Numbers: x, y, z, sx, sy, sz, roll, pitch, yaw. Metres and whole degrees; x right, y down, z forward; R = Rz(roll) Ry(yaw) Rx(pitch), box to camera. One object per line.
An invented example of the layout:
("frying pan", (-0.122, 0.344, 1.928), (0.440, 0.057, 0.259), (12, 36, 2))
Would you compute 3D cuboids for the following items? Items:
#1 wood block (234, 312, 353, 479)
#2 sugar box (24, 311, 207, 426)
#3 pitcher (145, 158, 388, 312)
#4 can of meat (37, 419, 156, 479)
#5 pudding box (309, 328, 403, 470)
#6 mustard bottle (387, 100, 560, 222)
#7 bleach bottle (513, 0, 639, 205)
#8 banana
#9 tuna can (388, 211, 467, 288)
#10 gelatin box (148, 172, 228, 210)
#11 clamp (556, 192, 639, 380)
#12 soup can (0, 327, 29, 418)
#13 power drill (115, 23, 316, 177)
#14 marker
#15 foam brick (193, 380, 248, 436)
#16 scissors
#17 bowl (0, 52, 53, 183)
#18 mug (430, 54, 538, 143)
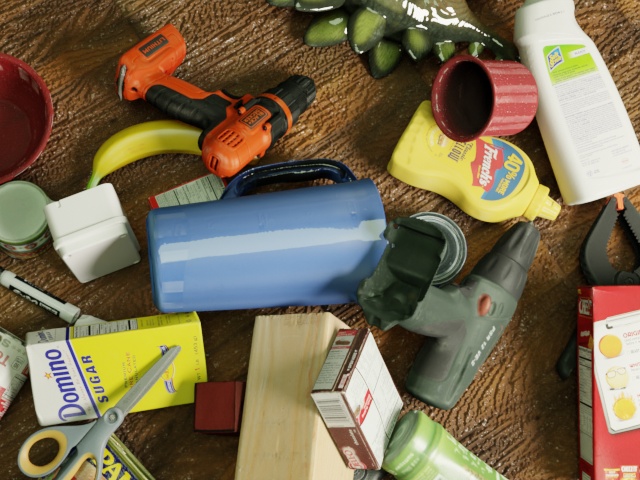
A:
("wood block", (-0.021, 0.185, 1.070), (0.090, 0.090, 0.206), (-5, 65, 26))
("sugar box", (-0.208, 0.131, 1.099), (0.176, 0.048, 0.093), (-9, 108, -12))
("pitcher", (-0.057, 0.001, 1.113), (0.242, 0.149, 0.145), (-5, 105, -9))
("can of meat", (-0.225, 0.249, 1.090), (0.084, 0.057, 0.102), (-43, 80, -9))
("pudding box", (0.038, 0.156, 1.048), (0.039, 0.113, 0.090), (-4, 38, 27))
("mustard bottle", (0.177, -0.074, 1.186), (0.191, 0.058, 0.096), (28, 63, 5))
("bleach bottle", (0.280, -0.171, 1.176), (0.102, 0.068, 0.251), (-18, 92, -14))
("banana", (-0.169, -0.102, 1.196), (0.197, 0.037, 0.069), (-11, 92, -4))
("tuna can", (0.117, 0.012, 1.175), (0.086, 0.034, 0.086), (0, 75, -2))
("gelatin box", (-0.136, -0.028, 1.179), (0.089, 0.030, 0.073), (-23, 77, -10))
("clamp", (0.324, 0.054, 1.169), (0.164, 0.036, 0.210), (-9, 80, -5))
("soup can", (-0.345, 0.144, 1.108), (0.068, 0.068, 0.102), (30, 76, 6))
("power drill", (-0.117, -0.166, 1.183), (0.188, 0.057, 0.184), (32, 47, 14))
("marker", (-0.317, 0.054, 1.157), (0.121, 0.020, 0.020), (28, 76, 5))
("foam brick", (-0.089, 0.174, 1.096), (0.051, 0.078, 0.053), (-7, 76, 26))
("scissors", (-0.228, 0.175, 1.069), (0.096, 0.016, 0.201), (26, 79, 8))
("bowl", (-0.371, -0.126, 1.182), (0.162, 0.055, 0.162), (0, 74, -1))
("mug", (0.173, -0.158, 1.160), (0.081, 0.093, 0.117), (-7, 28, -39))
